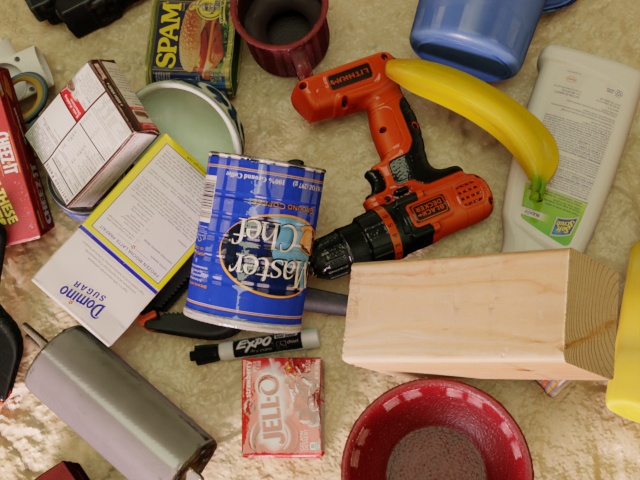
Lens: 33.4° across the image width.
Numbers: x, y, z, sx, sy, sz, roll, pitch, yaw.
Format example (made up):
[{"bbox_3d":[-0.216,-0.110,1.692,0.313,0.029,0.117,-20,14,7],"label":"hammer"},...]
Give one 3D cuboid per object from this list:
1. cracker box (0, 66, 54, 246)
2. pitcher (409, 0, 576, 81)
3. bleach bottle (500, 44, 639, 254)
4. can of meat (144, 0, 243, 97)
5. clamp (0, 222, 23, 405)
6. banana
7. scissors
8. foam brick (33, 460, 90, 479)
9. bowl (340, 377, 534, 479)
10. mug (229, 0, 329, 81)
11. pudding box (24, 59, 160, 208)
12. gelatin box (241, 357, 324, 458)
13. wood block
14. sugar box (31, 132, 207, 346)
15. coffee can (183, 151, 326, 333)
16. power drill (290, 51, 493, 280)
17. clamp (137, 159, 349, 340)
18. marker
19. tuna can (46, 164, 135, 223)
[{"bbox_3d":[-0.379,-0.059,1.006,0.213,0.072,0.164,-14,99,2],"label":"cracker box"},{"bbox_3d":[0.177,-0.274,1.005,0.149,0.145,0.243,15,81,22],"label":"pitcher"},{"bbox_3d":[0.207,-0.045,0.968,0.103,0.068,0.251,20,81,15],"label":"bleach bottle"},{"bbox_3d":[-0.122,-0.190,1.045,0.084,0.057,0.102,3,75,5],"label":"can of meat"},{"bbox_3d":[-0.314,0.066,0.977,0.120,0.039,0.171,-26,100,10],"label":"clamp"},{"bbox_3d":[0.144,-0.111,0.945,0.069,0.037,0.198,-21,54,-41],"label":"banana"},{"bbox_3d":[-0.327,-0.092,1.045,0.201,0.016,0.096,-27,105,-1],"label":"scissors"},{"bbox_3d":[-0.221,0.241,0.944,0.051,0.053,0.078,-37,76,-4],"label":"foam brick"},{"bbox_3d":[0.100,0.202,0.917,0.162,0.055,0.162,-2,75,6],"label":"bowl"},{"bbox_3d":[-0.030,-0.198,1.023,0.093,0.081,0.117,-24,74,0],"label":"mug"},{"bbox_3d":[-0.211,-0.097,0.979,0.114,0.039,0.090,-42,73,29],"label":"pudding box"},{"bbox_3d":[-0.034,0.150,0.958,0.073,0.030,0.089,-2,75,6],"label":"gelatin box"},{"bbox_3d":[0.129,0.065,0.882,0.207,0.090,0.090,-5,72,39],"label":"wood block"},{"bbox_3d":[-0.165,-0.001,0.958,0.093,0.048,0.176,43,83,-6],"label":"sugar box"},{"bbox_3d":[-0.056,0.001,0.911,0.103,0.102,0.140,9,92,8],"label":"coffee can"},{"bbox_3d":[0.043,-0.069,0.983,0.184,0.057,0.188,-21,76,-14],"label":"power drill"},{"bbox_3d":[-0.066,0.040,0.988,0.210,0.036,0.164,-32,74,-4],"label":"clamp"},{"bbox_3d":[-0.061,0.098,0.981,0.121,0.020,0.020,-9,74,4],"label":"marker"},{"bbox_3d":[-0.220,-0.060,1.033,0.086,0.033,0.086,-2,75,6],"label":"tuna can"}]
